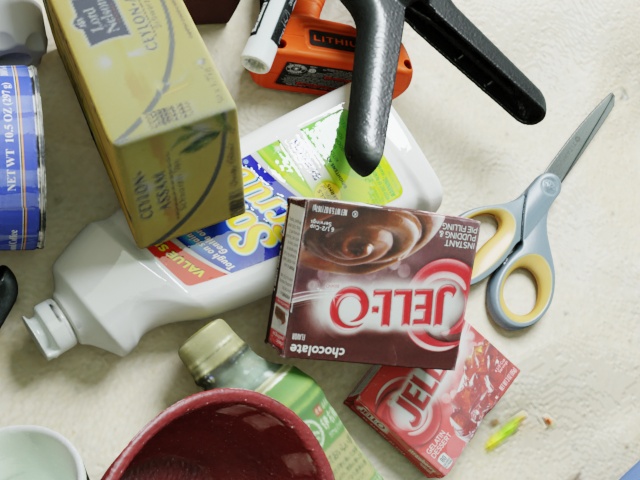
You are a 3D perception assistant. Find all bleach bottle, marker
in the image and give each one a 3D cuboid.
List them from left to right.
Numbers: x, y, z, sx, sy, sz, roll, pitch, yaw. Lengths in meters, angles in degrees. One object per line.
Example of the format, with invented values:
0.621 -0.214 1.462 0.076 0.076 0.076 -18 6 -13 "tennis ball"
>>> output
-0.054 0.001 0.635 0.250 0.068 0.102 -31 87 -19 "bleach bottle"
-0.020 -0.156 0.649 0.020 0.020 0.121 24 69 -10 "marker"

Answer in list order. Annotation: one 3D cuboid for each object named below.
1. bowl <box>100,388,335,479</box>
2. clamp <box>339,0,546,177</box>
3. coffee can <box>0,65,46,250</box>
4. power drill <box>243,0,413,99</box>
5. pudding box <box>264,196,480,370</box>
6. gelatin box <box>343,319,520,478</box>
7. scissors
-0.063 0.153 0.527 0.161 0.055 0.162 5 83 -45 "bowl"
0.041 -0.142 0.644 0.164 0.036 0.210 -28 90 -39 "clamp"
-0.223 -0.042 0.572 0.140 0.103 0.103 -3 76 -18 "coffee can"
0.022 -0.189 0.712 0.184 0.057 0.187 4 72 -12 "power drill"
0.030 0.024 0.613 0.113 0.039 0.090 7 95 -20 "pudding box"
0.070 0.091 0.665 0.073 0.030 0.089 42 68 -2 "gelatin box"
0.160 -0.016 0.729 0.201 0.016 0.096 -34 89 -22 "scissors"
